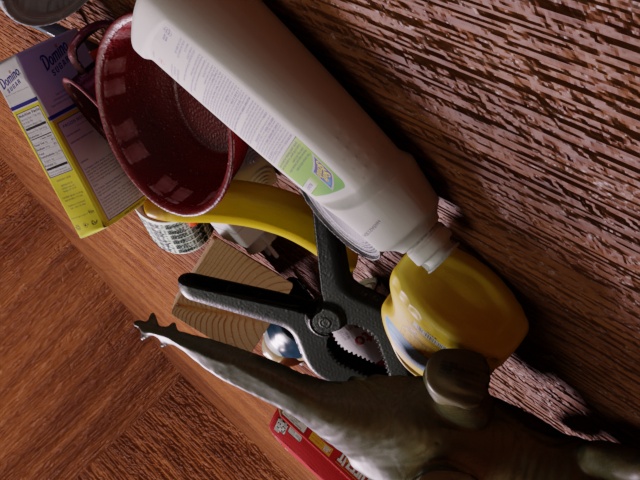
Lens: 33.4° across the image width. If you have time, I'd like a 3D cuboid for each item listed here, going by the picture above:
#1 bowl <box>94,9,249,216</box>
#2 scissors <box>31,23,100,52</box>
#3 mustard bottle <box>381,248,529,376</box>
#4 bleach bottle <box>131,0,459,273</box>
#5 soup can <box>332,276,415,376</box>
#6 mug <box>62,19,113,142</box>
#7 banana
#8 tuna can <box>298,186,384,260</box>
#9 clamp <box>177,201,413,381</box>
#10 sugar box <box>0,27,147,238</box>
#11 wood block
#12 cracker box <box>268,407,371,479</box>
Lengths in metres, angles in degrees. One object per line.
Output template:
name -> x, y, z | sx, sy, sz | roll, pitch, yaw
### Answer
bowl -> -0.103, -0.102, 0.820 | 0.162, 0.055, 0.162 | 24, 126, 37
scissors -> -0.291, -0.220, 1.021 | 0.096, 0.016, 0.201 | 29, -175, 35
mustard bottle -> 0.090, 0.066, 0.786 | 0.096, 0.058, 0.192 | 37, 164, 10
bleach bottle -> -0.012, -0.074, 0.692 | 0.251, 0.068, 0.103 | 45, 163, 1
soup can -> 0.055, 0.090, 0.937 | 0.102, 0.068, 0.069 | 50, 166, -13
mug -> -0.173, -0.141, 0.939 | 0.117, 0.081, 0.093 | 54, 164, -29
banana -> -0.044, -0.013, 0.882 | 0.197, 0.070, 0.037 | 23, -162, -15
tuna can -> 0.024, -0.028, 0.772 | 0.086, 0.033, 0.086 | 43, 166, 14
clamp -> -0.005, 0.060, 0.875 | 0.210, 0.165, 0.036 | 52, -155, -17
sugar box -> -0.227, -0.101, 0.998 | 0.048, 0.093, 0.176 | -19, 105, 33
wood block -> -0.097, 0.055, 1.138 | 0.091, 0.090, 0.206 | 32, 178, -6
cracker box -> 0.069, 0.238, 1.149 | 0.213, 0.072, 0.164 | 28, -176, -46
